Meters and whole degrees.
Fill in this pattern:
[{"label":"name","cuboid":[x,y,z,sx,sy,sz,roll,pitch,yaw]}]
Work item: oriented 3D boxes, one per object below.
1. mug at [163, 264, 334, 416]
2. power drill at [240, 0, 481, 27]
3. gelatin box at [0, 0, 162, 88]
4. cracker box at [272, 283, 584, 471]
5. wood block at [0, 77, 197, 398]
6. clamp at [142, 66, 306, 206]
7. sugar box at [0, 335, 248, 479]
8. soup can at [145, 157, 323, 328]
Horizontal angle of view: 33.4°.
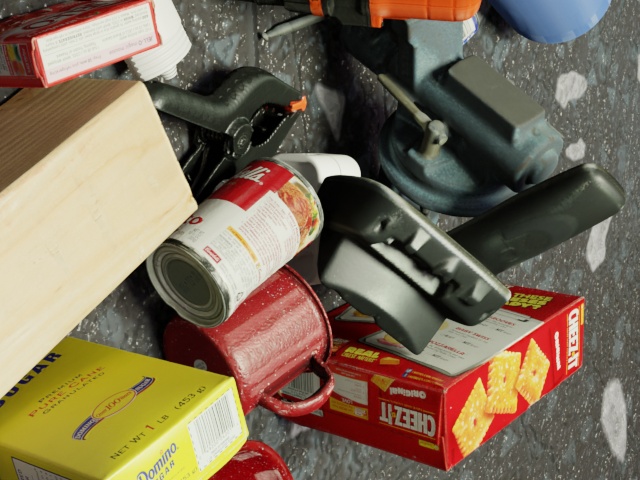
[{"label":"mug","cuboid":[-0.044,0.076,0.724,0.081,0.117,0.093,-33,152,-38]},{"label":"power drill","cuboid":[0.029,-0.223,0.747,0.057,0.184,0.187,86,15,-51]},{"label":"gelatin box","cuboid":[-0.144,-0.111,0.591,0.089,0.073,0.030,-34,122,-44]},{"label":"cracker box","cuboid":[0.089,0.093,0.849,0.213,0.164,0.072,-22,114,-48]},{"label":"wood block","cuboid":[-0.173,0.005,0.562,0.205,0.091,0.090,-48,132,-36]},{"label":"clamp","cuboid":[-0.069,-0.077,0.710,0.171,0.039,0.120,-46,152,-41]},{"label":"sugar box","cuboid":[-0.133,0.094,0.558,0.093,0.177,0.048,-36,125,-43]},{"label":"soup can","cuboid":[-0.054,0.001,0.687,0.102,0.069,0.068,-43,128,-38]}]
